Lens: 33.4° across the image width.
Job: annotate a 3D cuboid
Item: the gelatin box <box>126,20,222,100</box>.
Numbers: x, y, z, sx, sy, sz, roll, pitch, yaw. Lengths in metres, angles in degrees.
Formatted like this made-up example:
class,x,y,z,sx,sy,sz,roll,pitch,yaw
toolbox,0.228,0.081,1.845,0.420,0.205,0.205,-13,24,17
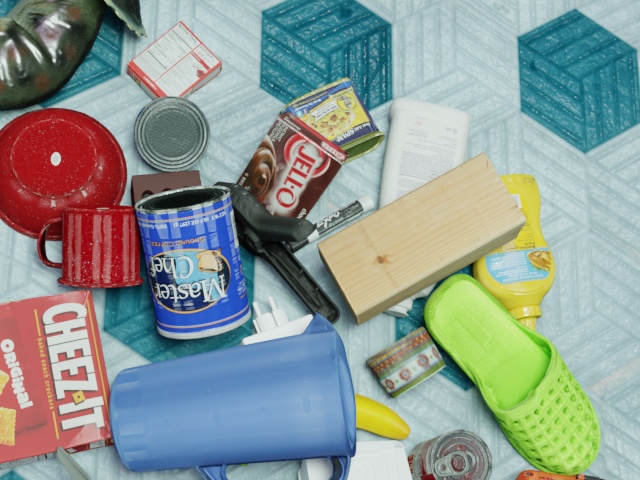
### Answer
class,x,y,z,sx,sy,sz,roll,pitch,yaw
gelatin box,-0.172,-0.204,1.263,0.073,0.030,0.089,45,72,5

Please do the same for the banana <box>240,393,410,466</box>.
class,x,y,z,sx,sy,sz,roll,pitch,yaw
banana,0.001,0.198,1.178,0.197,0.037,0.069,-7,97,-11

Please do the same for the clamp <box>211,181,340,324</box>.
class,x,y,z,sx,sy,sz,roll,pitch,yaw
clamp,-0.058,0.001,1.181,0.036,0.164,0.210,-39,46,-20

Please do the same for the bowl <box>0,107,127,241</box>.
class,x,y,z,sx,sy,sz,roll,pitch,yaw
bowl,-0.296,-0.083,1.190,0.162,0.055,0.162,3,74,-11

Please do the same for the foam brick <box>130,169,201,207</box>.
class,x,y,z,sx,sy,sz,roll,pitch,yaw
foam brick,-0.174,-0.045,1.204,0.078,0.051,0.053,-7,75,-13

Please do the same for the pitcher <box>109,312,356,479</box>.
class,x,y,z,sx,sy,sz,roll,pitch,yaw
pitcher,-0.084,0.179,1.091,0.243,0.145,0.149,-9,33,6

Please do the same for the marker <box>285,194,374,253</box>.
class,x,y,z,sx,sy,sz,roll,pitch,yaw
marker,0.009,-0.019,1.250,0.121,0.020,0.020,-30,81,-17

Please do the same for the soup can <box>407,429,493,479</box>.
class,x,y,z,sx,sy,sz,roll,pitch,yaw
soup can,0.137,0.243,1.154,0.068,0.102,0.068,3,73,-11

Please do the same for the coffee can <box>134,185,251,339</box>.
class,x,y,z,sx,sy,sz,roll,pitch,yaw
coffee can,-0.135,0.022,1.137,0.102,0.103,0.140,-12,106,-15

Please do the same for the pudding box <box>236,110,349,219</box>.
class,x,y,z,sx,sy,sz,roll,pitch,yaw
pudding box,-0.034,-0.077,1.214,0.090,0.114,0.039,36,30,2

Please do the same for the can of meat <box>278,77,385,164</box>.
class,x,y,z,sx,sy,sz,roll,pitch,yaw
can of meat,0.011,-0.134,1.265,0.102,0.057,0.084,-25,79,-17

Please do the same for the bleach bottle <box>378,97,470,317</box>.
class,x,y,z,sx,sy,sz,roll,pitch,yaw
bleach bottle,0.106,-0.036,1.252,0.102,0.068,0.251,12,76,4

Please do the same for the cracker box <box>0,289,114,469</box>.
class,x,y,z,sx,sy,sz,roll,pitch,yaw
cracker box,-0.329,0.151,1.105,0.213,0.072,0.164,-10,77,-15

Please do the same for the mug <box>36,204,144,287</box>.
class,x,y,z,sx,sy,sz,roll,pitch,yaw
mug,-0.247,0.004,1.145,0.117,0.093,0.081,2,96,8

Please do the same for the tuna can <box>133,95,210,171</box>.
class,x,y,z,sx,sy,sz,roll,pitch,yaw
tuna can,-0.170,-0.123,1.221,0.086,0.034,0.086,-2,100,-13

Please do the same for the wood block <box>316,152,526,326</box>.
class,x,y,z,sx,sy,sz,roll,pitch,yaw
wood block,0.108,0.000,1.166,0.206,0.090,0.091,-28,78,-3

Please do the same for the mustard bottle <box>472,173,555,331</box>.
class,x,y,z,sx,sy,sz,roll,pitch,yaw
mustard bottle,0.226,0.020,1.260,0.096,0.058,0.191,-7,75,-12
